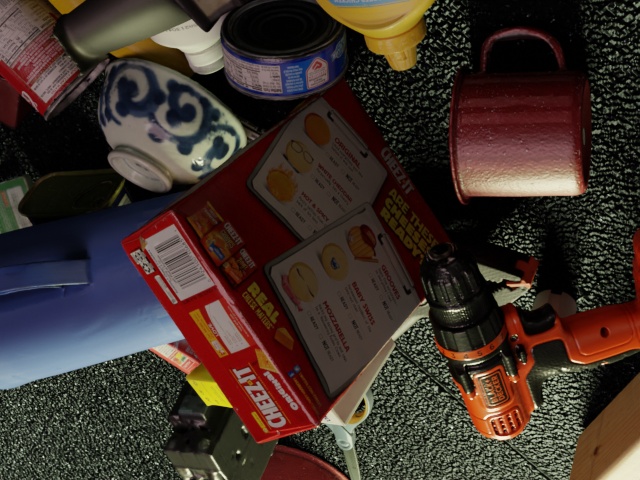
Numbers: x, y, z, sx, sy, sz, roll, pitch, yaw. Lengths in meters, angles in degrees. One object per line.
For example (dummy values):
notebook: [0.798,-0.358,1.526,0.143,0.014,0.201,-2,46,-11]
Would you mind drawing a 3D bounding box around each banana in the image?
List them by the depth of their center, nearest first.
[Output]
banana: [-0.170,-0.187,0.771,0.070,0.037,0.197,-13,126,38]

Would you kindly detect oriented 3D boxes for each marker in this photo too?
marker: [-0.034,-0.072,0.836,0.121,0.020,0.020,29,139,-4]

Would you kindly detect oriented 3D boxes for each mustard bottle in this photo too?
mustard bottle: [0.029,-0.188,0.656,0.096,0.058,0.191,0,132,25]

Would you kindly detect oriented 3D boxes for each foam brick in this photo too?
foam brick: [-0.265,-0.137,0.859,0.078,0.053,0.051,25,139,0]

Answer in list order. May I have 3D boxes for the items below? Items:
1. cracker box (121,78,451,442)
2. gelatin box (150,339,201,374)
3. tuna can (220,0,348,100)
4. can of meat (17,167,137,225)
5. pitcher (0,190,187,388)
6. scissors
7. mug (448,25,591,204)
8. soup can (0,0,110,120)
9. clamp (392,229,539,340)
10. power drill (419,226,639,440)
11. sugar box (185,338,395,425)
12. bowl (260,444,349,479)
cracker box: [-0.013,0.008,0.737,0.072,0.213,0.164,-25,103,43]
gelatin box: [-0.128,0.065,0.971,0.073,0.089,0.030,35,137,-11]
tuna can: [-0.024,-0.132,0.719,0.086,0.086,0.034,11,135,16]
can of meat: [-0.204,-0.014,0.953,0.102,0.057,0.084,-2,134,27]
pitcher: [-0.186,0.037,0.852,0.243,0.149,0.145,-14,121,30]
scissors: [0.008,0.192,1.090,0.096,0.016,0.202,19,138,10]
mug: [0.134,-0.082,0.702,0.082,0.093,0.117,1,97,19]
soup can: [-0.219,-0.150,0.802,0.102,0.068,0.069,45,136,-9]
clamp: [0.082,0.040,0.881,0.210,0.036,0.164,0,134,32]
power drill: [0.174,0.049,0.767,0.187,0.057,0.184,-21,127,4]
sugar box: [-0.029,0.106,0.935,0.177,0.093,0.048,-4,131,46]
bowl: [-0.036,0.297,1.190,0.162,0.055,0.162,14,137,13]
